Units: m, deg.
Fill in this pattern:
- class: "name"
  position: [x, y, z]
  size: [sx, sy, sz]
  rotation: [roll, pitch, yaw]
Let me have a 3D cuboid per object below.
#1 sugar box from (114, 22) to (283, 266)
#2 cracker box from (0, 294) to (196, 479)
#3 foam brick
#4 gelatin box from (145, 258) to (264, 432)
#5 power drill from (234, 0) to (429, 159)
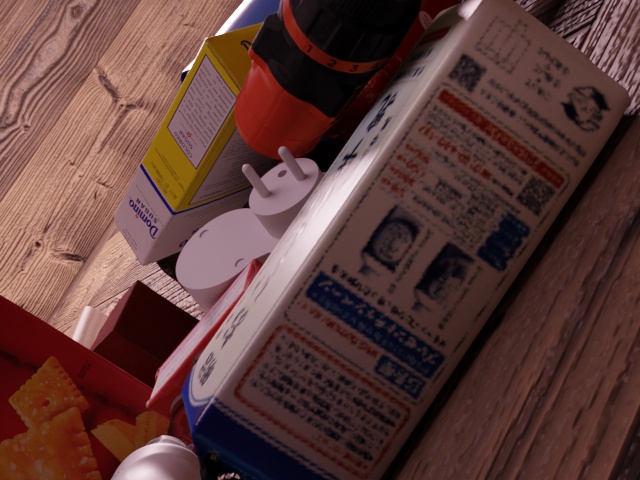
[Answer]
- class: "sugar box"
  position: [-0.053, -0.058, 0.628]
  size: [0.093, 0.048, 0.176]
  rotation: [-24, -15, -39]
- class: "cracker box"
  position: [-0.195, 0.126, 0.630]
  size: [0.164, 0.213, 0.072]
  rotation: [-60, 14, -17]
- class: "foam brick"
  position: [-0.124, 0.079, 0.791]
  size: [0.051, 0.078, 0.053]
  rotation: [-41, 20, 44]
- class: "gelatin box"
  position: [-0.027, 0.062, 0.497]
  size: [0.089, 0.073, 0.030]
  rotation: [-48, 16, 27]
- class: "power drill"
  position: [0.043, -0.133, 0.484]
  size: [0.187, 0.057, 0.185]
  rotation: [-47, 2, -29]
